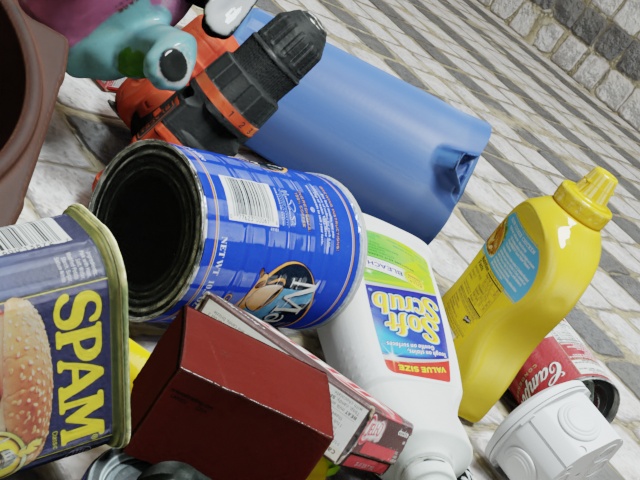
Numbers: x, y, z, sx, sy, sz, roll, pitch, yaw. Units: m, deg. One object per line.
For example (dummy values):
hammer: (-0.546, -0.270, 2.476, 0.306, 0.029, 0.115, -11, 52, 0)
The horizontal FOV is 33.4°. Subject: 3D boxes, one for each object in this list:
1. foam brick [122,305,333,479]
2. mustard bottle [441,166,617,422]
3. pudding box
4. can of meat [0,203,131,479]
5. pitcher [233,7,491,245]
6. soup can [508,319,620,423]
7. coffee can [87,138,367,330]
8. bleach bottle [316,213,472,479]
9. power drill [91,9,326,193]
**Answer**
foam brick: (-0.040, 0.075, 0.473, 0.078, 0.053, 0.051, 29, 22, -16)
mustard bottle: (0.139, 0.029, 0.742, 0.058, 0.192, 0.096, 26, 23, -20)
pudding box: (-0.012, 0.078, 0.567, 0.114, 0.039, 0.090, 30, -5, 23)
can of meat: (-0.124, 0.044, 0.416, 0.083, 0.102, 0.058, -14, 32, -31)
pitcher: (0.016, -0.100, 0.952, 0.242, 0.149, 0.145, 29, 36, -5)
soup can: (0.174, 0.099, 0.816, 0.068, 0.069, 0.102, 22, 24, -30)
coffee can: (-0.054, 0.001, 0.641, 0.140, 0.103, 0.103, 8, 33, -49)
bleach bottle: (0.050, 0.078, 0.690, 0.102, 0.068, 0.251, 24, 25, -24)
power drill: (-0.082, -0.103, 0.740, 0.057, 0.184, 0.188, 48, 7, -22)
